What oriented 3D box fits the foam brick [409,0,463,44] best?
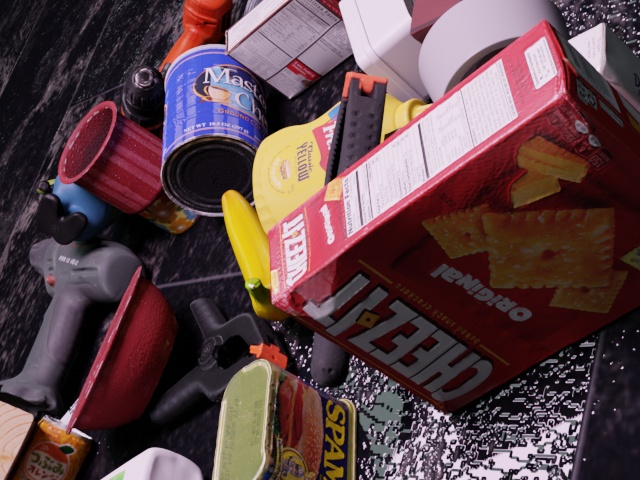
[{"bbox_3d":[0.115,-0.166,0.825,0.053,0.078,0.051,-20,47,40],"label":"foam brick"}]

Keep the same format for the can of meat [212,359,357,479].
[{"bbox_3d":[-0.024,0.142,0.735,0.058,0.083,0.102,-31,40,35],"label":"can of meat"}]

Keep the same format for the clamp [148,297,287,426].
[{"bbox_3d":[-0.082,0.091,0.898,0.172,0.039,0.120,-19,53,47],"label":"clamp"}]

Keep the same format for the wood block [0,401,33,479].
[{"bbox_3d":[-0.332,0.195,1.014,0.090,0.090,0.206,-66,9,-17],"label":"wood block"}]

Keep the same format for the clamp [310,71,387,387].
[{"bbox_3d":[0.015,-0.009,0.745,0.164,0.036,0.210,-105,25,-71],"label":"clamp"}]

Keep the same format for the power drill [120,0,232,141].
[{"bbox_3d":[-0.161,-0.198,1.172,0.187,0.057,0.184,-63,2,-17],"label":"power drill"}]

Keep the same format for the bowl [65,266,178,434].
[{"bbox_3d":[-0.170,0.107,0.954,0.162,0.055,0.162,-157,91,-80],"label":"bowl"}]

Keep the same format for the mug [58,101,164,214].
[{"bbox_3d":[-0.203,-0.083,1.066,0.093,0.081,0.117,-50,34,11],"label":"mug"}]

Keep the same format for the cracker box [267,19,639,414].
[{"bbox_3d":[0.100,0.001,0.621,0.214,0.164,0.072,-36,35,28],"label":"cracker box"}]

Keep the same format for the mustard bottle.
[{"bbox_3d":[0.027,-0.069,0.871,0.192,0.058,0.096,-22,61,40],"label":"mustard bottle"}]

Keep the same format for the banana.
[{"bbox_3d":[-0.050,0.018,0.895,0.037,0.069,0.198,-20,26,-4],"label":"banana"}]

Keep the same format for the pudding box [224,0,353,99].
[{"bbox_3d":[-0.022,-0.195,1.017,0.114,0.090,0.039,-34,40,32],"label":"pudding box"}]

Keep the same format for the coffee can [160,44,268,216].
[{"bbox_3d":[-0.101,-0.108,1.034,0.103,0.102,0.140,-37,38,28],"label":"coffee can"}]
